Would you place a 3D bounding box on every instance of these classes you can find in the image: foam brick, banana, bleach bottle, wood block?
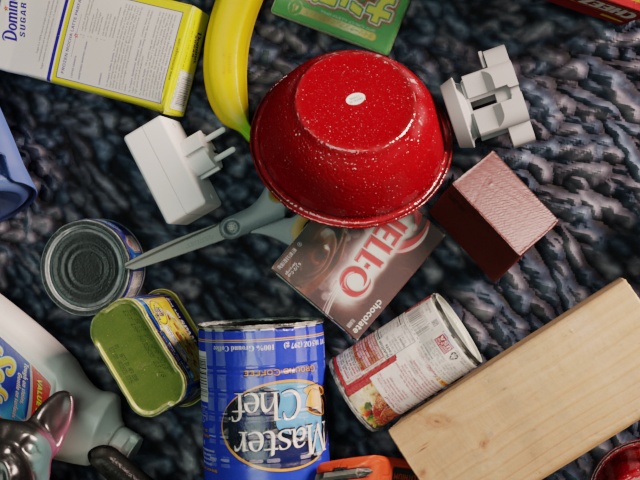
[{"bbox_3d":[0.134,-0.019,0.826,0.051,0.053,0.078,-37,81,-27],"label":"foam brick"},{"bbox_3d":[-0.061,-0.178,0.887,0.070,0.037,0.198,10,94,16],"label":"banana"},{"bbox_3d":[-0.261,0.110,0.922,0.251,0.068,0.102,30,98,9],"label":"bleach bottle"},{"bbox_3d":[0.166,0.121,0.809,0.206,0.090,0.090,-35,83,10],"label":"wood block"}]

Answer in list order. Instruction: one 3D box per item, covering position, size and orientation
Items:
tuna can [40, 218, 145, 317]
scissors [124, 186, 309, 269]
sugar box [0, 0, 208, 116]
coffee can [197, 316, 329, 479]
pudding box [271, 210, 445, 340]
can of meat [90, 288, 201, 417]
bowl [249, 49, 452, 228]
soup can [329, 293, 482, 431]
[{"bbox_3d":[-0.197,0.023,0.921,0.086,0.033,0.086,0,90,13],"label":"tuna can"},{"bbox_3d":[-0.056,0.001,0.886,0.202,0.016,0.096,-35,87,3],"label":"scissors"},{"bbox_3d":[-0.192,-0.172,0.916,0.176,0.048,0.093,17,94,16],"label":"sugar box"},{"bbox_3d":[-0.045,0.134,0.851,0.103,0.102,0.140,-3,89,13],"label":"coffee can"},{"bbox_3d":[0.030,0.009,0.853,0.090,0.039,0.113,40,90,1],"label":"pudding box"},{"bbox_3d":[-0.136,0.092,0.881,0.057,0.084,0.102,-34,83,11],"label":"can of meat"},{"bbox_3d":[0.025,-0.092,0.823,0.162,0.055,0.162,1,62,-2],"label":"bowl"},{"bbox_3d":[0.067,0.096,0.843,0.102,0.068,0.068,-34,83,10],"label":"soup can"}]
